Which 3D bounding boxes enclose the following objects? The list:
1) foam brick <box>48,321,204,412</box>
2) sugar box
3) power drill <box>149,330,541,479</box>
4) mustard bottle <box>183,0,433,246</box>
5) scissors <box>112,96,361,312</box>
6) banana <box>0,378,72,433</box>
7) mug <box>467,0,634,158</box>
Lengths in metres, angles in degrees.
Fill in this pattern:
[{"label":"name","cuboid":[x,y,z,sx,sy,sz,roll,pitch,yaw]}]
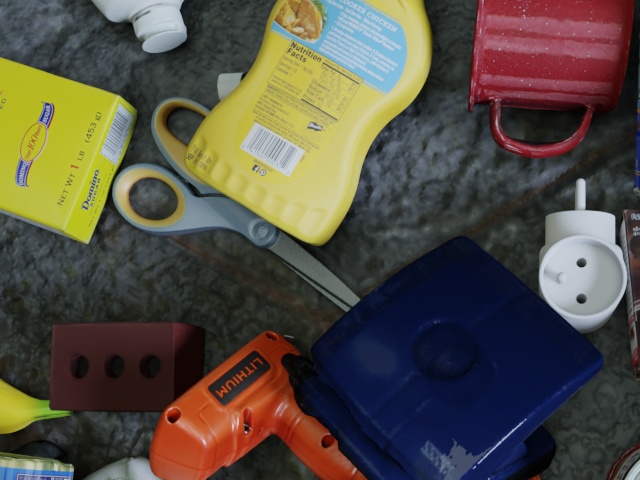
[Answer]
[{"label":"foam brick","cuboid":[-0.113,0.076,0.633,0.078,0.051,0.053,-2,80,12]},{"label":"sugar box","cuboid":[-0.214,-0.070,0.683,0.176,0.048,0.093,18,81,13]},{"label":"power drill","cuboid":[0.005,0.138,0.548,0.188,0.184,0.057,32,128,19]},{"label":"mustard bottle","cuboid":[0.009,-0.100,0.612,0.096,0.058,0.191,31,91,12]},{"label":"scissors","cuboid":[-0.054,0.001,0.652,0.096,0.016,0.202,-37,75,6]},{"label":"banana","cuboid":[-0.238,0.053,0.676,0.069,0.037,0.198,-34,76,-22]},{"label":"mug","cuboid":[0.126,-0.103,0.593,0.081,0.093,0.117,6,78,8]}]
